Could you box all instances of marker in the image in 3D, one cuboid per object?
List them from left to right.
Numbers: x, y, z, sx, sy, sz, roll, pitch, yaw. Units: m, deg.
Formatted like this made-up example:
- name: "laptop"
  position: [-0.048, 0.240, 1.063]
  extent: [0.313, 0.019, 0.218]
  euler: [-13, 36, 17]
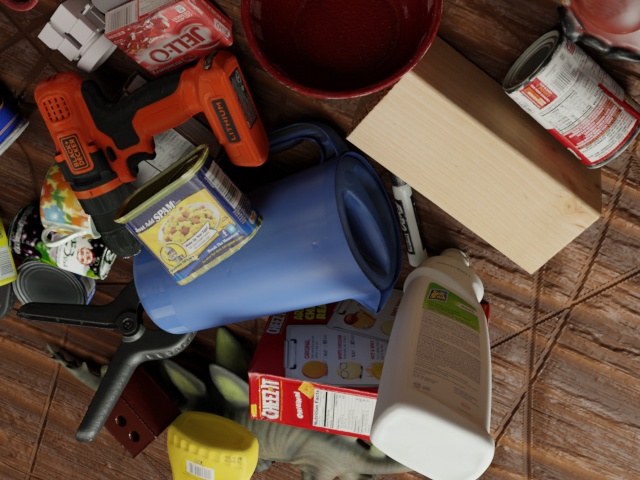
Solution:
- name: "marker"
  position: [0.083, -0.028, 1.021]
  extent: [0.020, 0.020, 0.121]
  euler: [-4, 124, 18]

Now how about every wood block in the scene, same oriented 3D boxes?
- name: "wood block"
  position: [0.136, -0.078, 0.926]
  extent: [0.206, 0.090, 0.091]
  euler: [35, 127, -12]

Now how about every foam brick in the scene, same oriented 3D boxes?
- name: "foam brick"
  position: [-0.200, 0.182, 1.152]
  extent: [0.078, 0.051, 0.053]
  euler: [47, 127, 3]

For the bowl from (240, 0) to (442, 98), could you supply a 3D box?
- name: "bowl"
  position: [0.019, -0.184, 0.870]
  extent: [0.162, 0.162, 0.055]
  euler: [9, 169, 9]

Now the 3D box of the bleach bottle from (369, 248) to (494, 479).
- name: "bleach bottle"
  position: [0.113, 0.095, 0.957]
  extent: [0.102, 0.250, 0.068]
  euler: [27, 127, -6]

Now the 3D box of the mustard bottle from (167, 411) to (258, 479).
- name: "mustard bottle"
  position: [-0.119, 0.280, 1.148]
  extent: [0.096, 0.058, 0.192]
  euler: [15, 119, 18]

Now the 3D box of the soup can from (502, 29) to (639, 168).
- name: "soup can"
  position: [0.211, -0.118, 0.890]
  extent: [0.102, 0.068, 0.069]
  euler: [39, 126, -13]

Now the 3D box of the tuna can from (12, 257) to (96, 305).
- name: "tuna can"
  position: [-0.291, 0.047, 1.170]
  extent: [0.086, 0.033, 0.086]
  euler: [8, 127, 10]

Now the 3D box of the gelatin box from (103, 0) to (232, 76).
- name: "gelatin box"
  position: [-0.133, -0.186, 0.939]
  extent: [0.089, 0.030, 0.073]
  euler: [-16, 150, 26]

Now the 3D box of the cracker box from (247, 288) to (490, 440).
- name: "cracker box"
  position: [0.051, 0.118, 1.047]
  extent: [0.214, 0.164, 0.072]
  euler: [8, 125, 9]

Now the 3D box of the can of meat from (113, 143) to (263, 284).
- name: "can of meat"
  position: [-0.113, -0.021, 0.929]
  extent: [0.102, 0.057, 0.084]
  euler: [-32, 111, 22]

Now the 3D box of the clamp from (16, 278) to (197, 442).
- name: "clamp"
  position: [-0.207, 0.087, 1.121]
  extent: [0.165, 0.210, 0.036]
  euler: [52, 173, 17]

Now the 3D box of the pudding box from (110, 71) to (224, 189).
- name: "pudding box"
  position: [-0.162, -0.093, 1.029]
  extent: [0.113, 0.039, 0.090]
  euler: [37, 125, -16]

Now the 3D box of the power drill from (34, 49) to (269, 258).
- name: "power drill"
  position: [-0.146, -0.082, 0.964]
  extent: [0.188, 0.057, 0.184]
  euler: [-15, 115, 14]

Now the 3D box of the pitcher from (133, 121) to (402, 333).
- name: "pitcher"
  position: [-0.057, 0.001, 1.015]
  extent: [0.243, 0.149, 0.145]
  euler: [-16, 138, 25]
